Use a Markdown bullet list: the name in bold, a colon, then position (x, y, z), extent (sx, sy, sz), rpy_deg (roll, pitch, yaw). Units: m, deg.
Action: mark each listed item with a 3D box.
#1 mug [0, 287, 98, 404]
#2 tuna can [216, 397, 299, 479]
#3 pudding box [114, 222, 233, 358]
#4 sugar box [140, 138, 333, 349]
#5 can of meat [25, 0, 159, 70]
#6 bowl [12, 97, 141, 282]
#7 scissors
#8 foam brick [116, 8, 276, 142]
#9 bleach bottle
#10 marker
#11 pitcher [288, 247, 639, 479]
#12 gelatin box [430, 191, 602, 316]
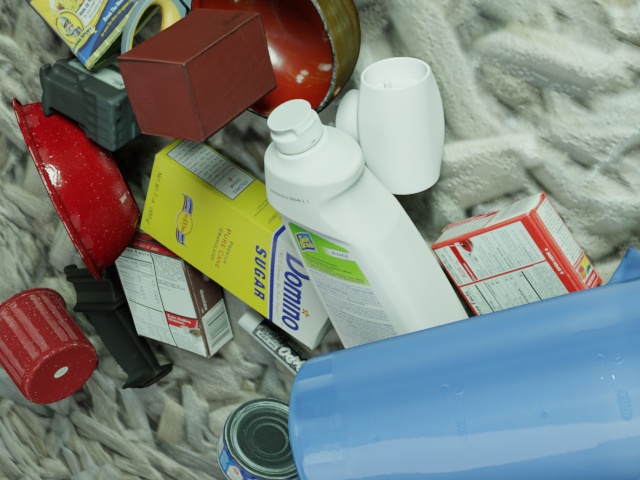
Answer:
- **mug**: position (-0.269, 0.110, 1.066), extent (0.082, 0.117, 0.093), rpy_deg (44, 101, 32)
- **tuna can**: position (-0.048, 0.184, 0.951), extent (0.086, 0.086, 0.034), rpy_deg (34, 137, 12)
- **pudding box**: position (-0.132, 0.042, 0.940), extent (0.090, 0.039, 0.113), rpy_deg (14, 129, 32)
- **sugar box**: position (-0.056, 0.001, 0.834), extent (0.176, 0.048, 0.093), rpy_deg (36, 139, 13)
- **can of meat**: position (-0.158, -0.182, 0.750), extent (0.084, 0.057, 0.102), rpy_deg (48, 130, -6)
- **bowl**: position (-0.189, -0.050, 0.862), extent (0.162, 0.055, 0.162), rpy_deg (156, 90, -83)
- **scissors**: position (-0.082, -0.188, 0.706), extent (0.016, 0.096, 0.202), rpy_deg (41, 122, 57)
- **foam brick**: position (-0.072, -0.100, 0.637), extent (0.053, 0.078, 0.051), rpy_deg (12, 128, 33)
- **bleach bottle**: position (0.033, 0.012, 0.708), extent (0.103, 0.068, 0.250), rpy_deg (12, 144, 38)
- **marker**: position (-0.021, 0.104, 0.912), extent (0.121, 0.020, 0.020), rpy_deg (43, 140, 3)
- **pitcher**: position (0.110, 0.114, 0.643), extent (0.243, 0.149, 0.145), rpy_deg (-13, 119, 20)
- **gelatin box**: position (0.127, 0.015, 0.703), extent (0.089, 0.030, 0.073), rpy_deg (-22, 109, 47)
